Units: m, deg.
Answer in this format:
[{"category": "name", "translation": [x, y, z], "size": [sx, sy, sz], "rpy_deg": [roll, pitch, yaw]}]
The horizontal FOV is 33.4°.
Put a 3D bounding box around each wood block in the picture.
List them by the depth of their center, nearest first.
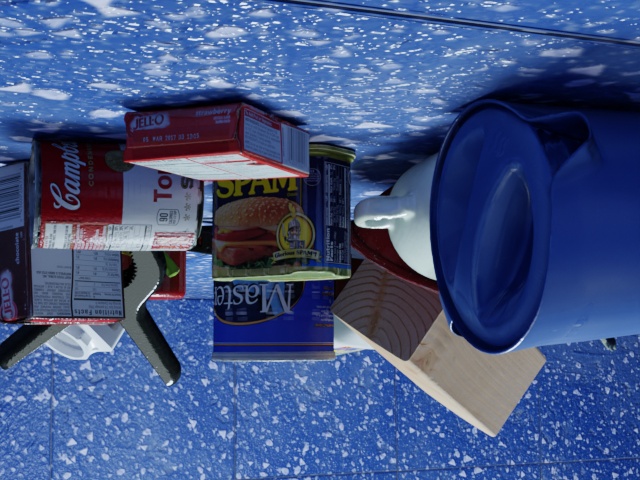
[{"category": "wood block", "translation": [0.107, 0.083, 0.919], "size": [0.090, 0.091, 0.205], "rpy_deg": [31, 173, 38]}]

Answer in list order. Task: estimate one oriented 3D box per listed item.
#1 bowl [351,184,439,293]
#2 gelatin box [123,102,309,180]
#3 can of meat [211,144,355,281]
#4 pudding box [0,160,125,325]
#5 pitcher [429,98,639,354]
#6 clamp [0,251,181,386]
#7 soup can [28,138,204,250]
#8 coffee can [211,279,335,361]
[{"category": "bowl", "translation": [0.101, -0.006, 0.783], "size": [0.162, 0.055, 0.162], "rpy_deg": [17, -164, -5]}, {"category": "gelatin box", "translation": [-0.057, -0.054, 0.600], "size": [0.073, 0.030, 0.089], "rpy_deg": [-1, 174, 24]}, {"category": "can of meat", "translation": [-0.027, -0.016, 0.716], "size": [0.102, 0.084, 0.057], "rpy_deg": [-4, 174, 35]}, {"category": "pudding box", "translation": [-0.186, 0.005, 0.766], "size": [0.039, 0.113, 0.089], "rpy_deg": [-8, 171, 34]}, {"category": "pitcher", "translation": [0.189, -0.005, 0.602], "size": [0.242, 0.145, 0.149], "rpy_deg": [-1, -171, -19]}, {"category": "clamp", "translation": [-0.177, 0.049, 0.922], "size": [0.164, 0.036, 0.210], "rpy_deg": [13, 126, -19]}, {"category": "soup can", "translation": [-0.129, -0.028, 0.670], "size": [0.102, 0.068, 0.069], "rpy_deg": [1, 174, -18]}, {"category": "coffee can", "translation": [-0.039, 0.030, 0.890], "size": [0.103, 0.140, 0.103], "rpy_deg": [0, 175, 0]}]
